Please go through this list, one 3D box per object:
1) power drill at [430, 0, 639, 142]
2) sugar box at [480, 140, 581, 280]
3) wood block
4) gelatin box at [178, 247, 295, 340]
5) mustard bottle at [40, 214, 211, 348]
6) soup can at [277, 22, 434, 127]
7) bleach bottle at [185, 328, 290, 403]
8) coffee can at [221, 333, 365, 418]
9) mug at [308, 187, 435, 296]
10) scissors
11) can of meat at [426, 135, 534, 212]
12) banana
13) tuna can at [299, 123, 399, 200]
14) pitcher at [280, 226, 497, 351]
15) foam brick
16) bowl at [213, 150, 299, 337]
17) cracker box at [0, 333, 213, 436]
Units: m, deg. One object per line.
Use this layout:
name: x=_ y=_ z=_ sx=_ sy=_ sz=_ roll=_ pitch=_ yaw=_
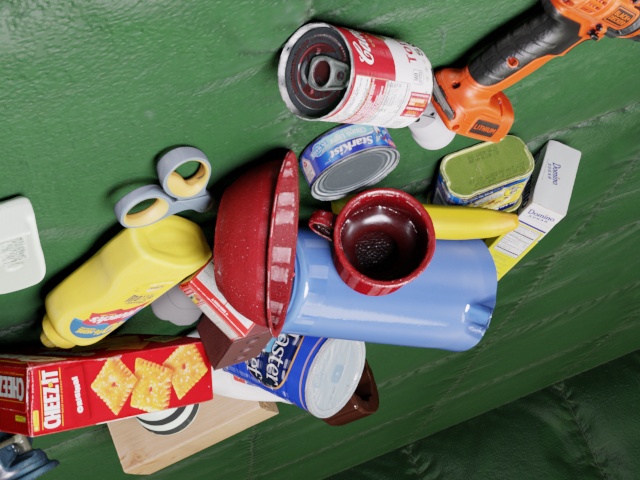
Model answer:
power drill: x=0.192 y=-0.157 z=0.889 sx=0.188 sy=0.057 sz=0.184 roll=-39 pitch=153 yaw=30
sugar box: x=0.231 y=-0.032 z=1.222 sx=0.048 sy=0.093 sz=0.176 roll=23 pitch=149 yaw=-2
wood block: x=-0.174 y=0.235 z=1.453 sx=0.206 sy=0.091 sz=0.090 roll=-27 pitch=161 yaw=7
gelatin box: x=-0.076 y=0.037 z=0.995 sx=0.089 sy=0.073 sz=0.030 roll=-51 pitch=-165 yaw=-31
mustard bottle: x=-0.193 y=0.047 z=0.970 sx=0.192 sy=0.058 sz=0.096 roll=-35 pitch=164 yaw=30
soup can: x=0.028 y=-0.118 z=0.776 sx=0.069 sy=0.068 sz=0.102 roll=-37 pitch=158 yaw=35
bleach bottle: x=-0.100 y=0.156 z=1.316 sx=0.068 sy=0.102 sz=0.250 roll=1 pitch=176 yaw=34
coffee can: x=-0.035 y=0.125 z=1.196 sx=0.102 sy=0.140 sz=0.103 roll=-31 pitch=131 yaw=-44
mug: x=0.044 y=0.002 z=0.997 sx=0.117 sy=0.093 sz=0.081 roll=20 pitch=166 yaw=1
scissors: x=-0.119 y=-0.026 z=0.915 sx=0.096 sy=0.016 sz=0.202 roll=-33 pitch=163 yaw=-7
can of meat: x=0.168 y=-0.060 z=1.119 sx=0.102 sy=0.057 sz=0.084 roll=-20 pitch=159 yaw=-10
banana: x=0.095 y=-0.022 z=1.068 sx=0.197 sy=0.037 sz=0.070 roll=7 pitch=176 yaw=-5
tuna can: x=0.025 y=-0.072 z=0.950 sx=0.086 sy=0.034 sz=0.086 roll=-21 pitch=161 yaw=-8
pitcher: x=0.051 y=0.044 z=1.129 sx=0.242 sy=0.145 sz=0.149 roll=6 pitch=152 yaw=-31
foam brick: x=-0.082 y=0.085 z=1.044 sx=0.052 sy=0.051 sz=0.078 roll=-15 pitch=159 yaw=-27
bowl: x=-0.056 y=0.001 z=0.919 sx=0.055 sy=0.162 sz=0.162 roll=4 pitch=162 yaw=6
cracker box: x=-0.239 y=0.137 z=1.055 sx=0.164 sy=0.072 sz=0.213 roll=-3 pitch=180 yaw=43
